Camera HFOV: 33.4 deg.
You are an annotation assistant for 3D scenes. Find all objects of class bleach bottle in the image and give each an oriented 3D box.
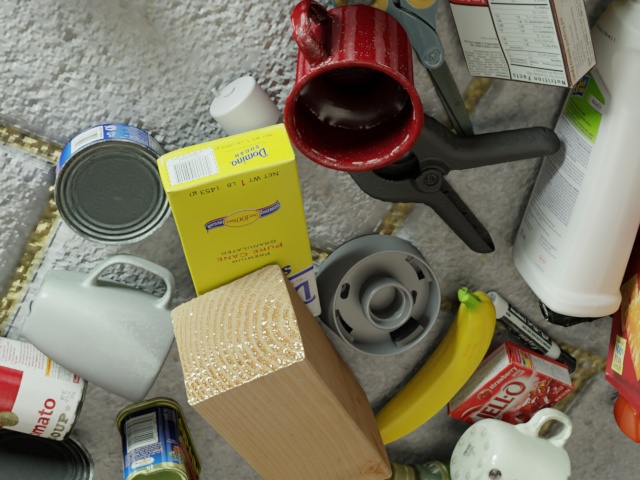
[{"bbox_3d":[0.215,-0.073,0.795,0.068,0.103,0.251,1,121,-19],"label":"bleach bottle"}]

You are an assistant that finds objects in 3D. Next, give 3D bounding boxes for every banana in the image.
[{"bbox_3d":[0.100,0.106,0.908,0.069,0.037,0.198,5,129,-29],"label":"banana"}]

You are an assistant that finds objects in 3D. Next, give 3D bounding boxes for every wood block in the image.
[{"bbox_3d":[-0.026,0.121,0.831,0.091,0.090,0.206,-24,140,7],"label":"wood block"}]

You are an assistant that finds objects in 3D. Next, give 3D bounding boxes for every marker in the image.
[{"bbox_3d":[0.184,0.083,0.931,0.121,0.020,0.020,38,106,-28],"label":"marker"}]

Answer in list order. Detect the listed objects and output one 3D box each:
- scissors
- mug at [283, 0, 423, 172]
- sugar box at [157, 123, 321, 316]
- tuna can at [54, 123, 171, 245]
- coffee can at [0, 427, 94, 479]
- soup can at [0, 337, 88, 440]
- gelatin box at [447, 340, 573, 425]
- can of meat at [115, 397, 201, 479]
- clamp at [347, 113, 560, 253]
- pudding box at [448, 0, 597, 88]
[{"bbox_3d":[0.060,-0.138,0.775,0.096,0.016,0.202,-13,122,-3],"label":"scissors"},{"bbox_3d":[0.016,-0.115,0.728,0.093,0.081,0.117,-26,127,25],"label":"mug"},{"bbox_3d":[-0.055,0.001,0.790,0.093,0.048,0.176,-14,136,-4],"label":"sugar box"},{"bbox_3d":[-0.149,-0.041,0.775,0.086,0.034,0.086,-6,121,-9],"label":"tuna can"},{"bbox_3d":[-0.252,0.233,0.875,0.102,0.103,0.140,12,117,-19],"label":"coffee can"},{"bbox_3d":[-0.239,0.112,0.827,0.102,0.068,0.069,18,115,-22],"label":"soup can"},{"bbox_3d":[0.164,0.133,0.937,0.073,0.030,0.089,24,128,-25],"label":"gelatin box"},{"bbox_3d":[-0.132,0.198,0.892,0.057,0.084,0.102,-15,122,-3],"label":"can of meat"},{"bbox_3d":[0.092,-0.062,0.807,0.171,0.039,0.120,22,119,-21],"label":"clamp"},{"bbox_3d":[0.133,-0.162,0.730,0.039,0.090,0.113,-45,130,-28],"label":"pudding box"}]
